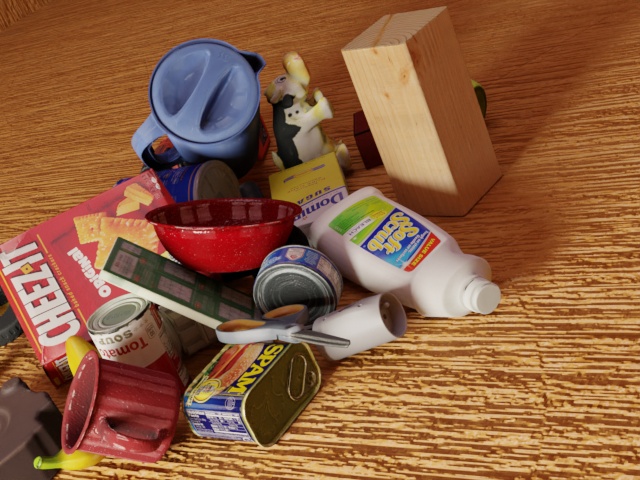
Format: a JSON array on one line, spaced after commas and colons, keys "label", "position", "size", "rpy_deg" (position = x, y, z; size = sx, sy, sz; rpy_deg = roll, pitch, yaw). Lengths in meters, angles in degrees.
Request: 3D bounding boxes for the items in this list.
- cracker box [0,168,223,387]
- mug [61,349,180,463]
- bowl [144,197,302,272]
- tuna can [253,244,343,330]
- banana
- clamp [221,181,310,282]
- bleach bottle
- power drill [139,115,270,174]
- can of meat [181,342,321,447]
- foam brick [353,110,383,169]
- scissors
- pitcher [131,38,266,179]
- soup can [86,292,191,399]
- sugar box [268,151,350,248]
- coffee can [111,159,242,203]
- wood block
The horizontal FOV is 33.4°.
[{"label": "cracker box", "position": [-0.238, 0.036, 1.183], "size": [0.213, 0.072, 0.164], "rpy_deg": [-28, 63, -14]}, {"label": "mug", "position": [-0.171, 0.154, 0.935], "size": [0.081, 0.093, 0.117], "rpy_deg": [17, 8, -24]}, {"label": "bowl", "position": [-0.098, -0.004, 1.098], "size": [0.162, 0.055, 0.162], "rpy_deg": [-2, 13, 0]}, {"label": "tuna can", "position": [-0.023, 0.049, 1.051], "size": [0.086, 0.086, 0.033], "rpy_deg": [-12, 28, 22]}, {"label": "banana", "position": [-0.223, 0.158, 1.025], "size": [0.037, 0.069, 0.198], "rpy_deg": [-49, 21, 19]}, {"label": "clamp", "position": [-0.058, 0.001, 1.170], "size": [0.039, 0.120, 0.172], "rpy_deg": [7, 5, -42]}, {"label": "bleach bottle", "position": [0.092, 0.017, 1.050], "size": [0.102, 0.068, 0.251], "rpy_deg": [-33, 29, -20]}, {"label": "power drill", "position": [-0.173, -0.123, 1.554], "size": [0.188, 0.057, 0.184], "rpy_deg": [-16, 26, 14]}, {"label": "can of meat", "position": [-0.063, 0.133, 0.951], "size": [0.084, 0.057, 0.102], "rpy_deg": [-3, 31, 40]}, {"label": "foam brick", "position": [0.074, -0.136, 1.379], "size": [0.051, 0.053, 0.078], "rpy_deg": [-18, 25, 10]}, {"label": "scissors", "position": [-0.014, 0.075, 0.943], "size": [0.096, 0.016, 0.202], "rpy_deg": [-21, 11, -42]}, {"label": "pitcher", "position": [-0.146, -0.147, 1.367], "size": [0.149, 0.145, 0.243], "rpy_deg": [8, -12, 1]}, {"label": "soup can", "position": [-0.176, 0.110, 1.037], "size": [0.068, 0.102, 0.068], "rpy_deg": [-18, 25, 9]}, {"label": "sugar box", "position": [-0.009, -0.043, 1.271], "size": [0.093, 0.048, 0.176], "rpy_deg": [-21, 24, 3]}, {"label": "coffee can", "position": [-0.181, -0.039, 1.339], "size": [0.141, 0.103, 0.102], "rpy_deg": [-9, 28, 28]}, {"label": "wood block", "position": [0.113, -0.137, 1.164], "size": [0.090, 0.206, 0.090], "rpy_deg": [3, 36, 44]}]
